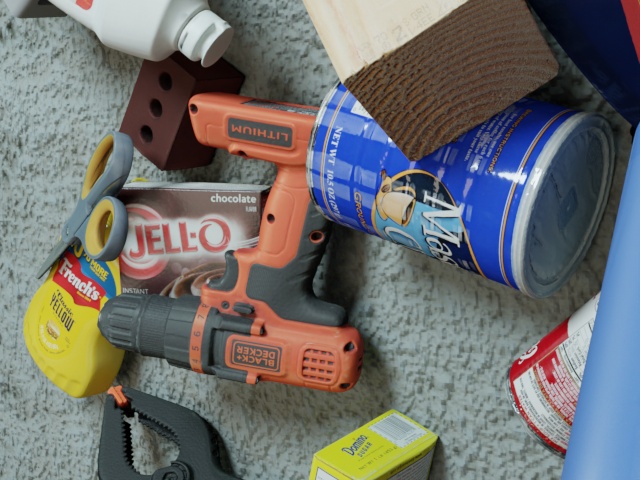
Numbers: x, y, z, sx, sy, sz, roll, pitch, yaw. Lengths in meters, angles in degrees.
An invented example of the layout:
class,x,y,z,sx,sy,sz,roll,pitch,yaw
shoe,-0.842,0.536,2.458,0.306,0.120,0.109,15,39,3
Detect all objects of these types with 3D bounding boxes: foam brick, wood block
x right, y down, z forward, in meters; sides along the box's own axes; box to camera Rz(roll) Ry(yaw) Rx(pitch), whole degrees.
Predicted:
class,x,y,z,sx,sy,sz,roll,pitch,yaw
foam brick,-0.099,-0.096,0.756,0.053,0.051,0.078,40,122,24
wood block,0.031,-0.157,0.558,0.090,0.090,0.206,-31,57,14

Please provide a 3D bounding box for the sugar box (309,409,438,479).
class,x,y,z,sx,sy,sz,roll,pitch,yaw
sugar box,0.022,0.208,0.710,0.048,0.093,0.176,27,116,31

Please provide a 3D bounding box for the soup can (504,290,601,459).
class,x,y,z,sx,sy,sz,roll,pitch,yaw
soup can,0.159,0.066,0.583,0.068,0.068,0.102,53,126,15

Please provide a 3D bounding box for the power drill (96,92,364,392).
class,x,y,z,sx,sy,sz,roll,pitch,yaw
power drill,-0.055,0.001,0.699,0.184,0.057,0.188,9,106,10

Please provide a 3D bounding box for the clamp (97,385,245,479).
class,x,y,z,sx,sy,sz,roll,pitch,yaw
clamp,-0.113,0.194,0.796,0.210,0.164,0.036,41,156,32

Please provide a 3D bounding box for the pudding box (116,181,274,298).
class,x,y,z,sx,sy,sz,roll,pitch,yaw
pudding box,-0.088,0.004,0.757,0.113,0.039,0.090,1,103,13

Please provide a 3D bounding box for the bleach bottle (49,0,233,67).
class,x,y,z,sx,sy,sz,roll,pitch,yaw
bleach bottle,-0.153,-0.200,0.655,0.251,0.068,0.103,39,113,9

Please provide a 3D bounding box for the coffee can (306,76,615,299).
class,x,y,z,sx,sy,sz,roll,pitch,yaw
coffee can,0.078,-0.038,0.599,0.140,0.102,0.103,21,114,33

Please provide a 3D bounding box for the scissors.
class,x,y,z,sx,sy,sz,roll,pitch,yaw
scissors,-0.173,0.005,0.769,0.202,0.016,0.096,-53,40,41

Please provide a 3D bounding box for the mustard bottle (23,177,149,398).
class,x,y,z,sx,sy,sz,roll,pitch,yaw
mustard bottle,-0.172,0.029,0.840,0.096,0.058,0.192,49,126,27
